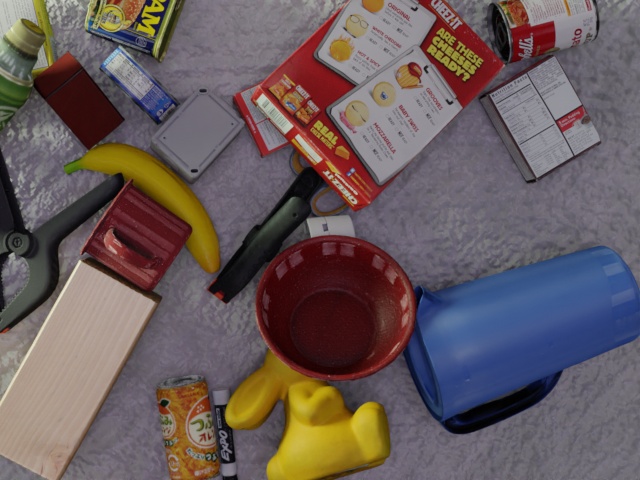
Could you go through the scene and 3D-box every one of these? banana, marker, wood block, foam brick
[{"bbox_3d":[-0.173,-0.046,1.130,0.198,0.037,0.070,36,116,-2],"label":"banana"},{"bbox_3d":[-0.101,0.220,1.146,0.020,0.020,0.121,-6,91,-5],"label":"marker"},{"bbox_3d":[-0.253,0.129,1.097,0.091,0.090,0.206,29,89,-5],"label":"wood block"},{"bbox_3d":[-0.248,-0.142,1.094,0.051,0.053,0.078,-40,132,-6],"label":"foam brick"}]

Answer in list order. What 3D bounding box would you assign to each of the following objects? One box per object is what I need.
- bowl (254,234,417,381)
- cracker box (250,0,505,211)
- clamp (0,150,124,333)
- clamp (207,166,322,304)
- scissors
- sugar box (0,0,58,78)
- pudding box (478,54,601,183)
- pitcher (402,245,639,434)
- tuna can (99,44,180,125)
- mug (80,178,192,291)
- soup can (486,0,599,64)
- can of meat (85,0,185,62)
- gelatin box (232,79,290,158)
[{"bbox_3d":[0.014,0.077,1.079,0.162,0.055,0.162,1,61,-2],"label":"bowl"},{"bbox_3d":[0.058,-0.162,1.108,0.164,0.072,0.213,46,76,-5],"label":"cracker box"},{"bbox_3d":[-0.297,0.000,1.108,0.164,0.036,0.210,12,91,10],"label":"clamp"},{"bbox_3d":[-0.057,0.001,1.097,0.039,0.120,0.171,37,101,-2],"label":"clamp"},{"bbox_3d":[0.048,-0.113,1.157,0.096,0.016,0.201,41,87,-4],"label":"scissors"},{"bbox_3d":[-0.367,-0.200,1.104,0.176,0.048,0.093,-12,95,-2],"label":"sugar box"},{"bbox_3d":[0.240,-0.132,1.163,0.090,0.039,0.113,-30,91,-4],"label":"pudding box"},{"bbox_3d":[0.210,0.100,1.127,0.242,0.149,0.145,-18,71,-8],"label":"pitcher"},{"bbox_3d":[-0.187,-0.159,1.100,0.086,0.086,0.034,44,88,-4],"label":"tuna can"},{"bbox_3d":[-0.183,0.000,1.070,0.081,0.117,0.093,34,98,-7],"label":"mug"},{"bbox_3d":[0.238,-0.234,1.146,0.102,0.068,0.068,-15,92,-5],"label":"soup can"},{"bbox_3d":[-0.190,-0.249,1.114,0.084,0.057,0.102,20,88,-2],"label":"can of meat"},{"bbox_3d":[-0.039,-0.140,1.141,0.089,0.030,0.073,-26,92,-6],"label":"gelatin box"}]
